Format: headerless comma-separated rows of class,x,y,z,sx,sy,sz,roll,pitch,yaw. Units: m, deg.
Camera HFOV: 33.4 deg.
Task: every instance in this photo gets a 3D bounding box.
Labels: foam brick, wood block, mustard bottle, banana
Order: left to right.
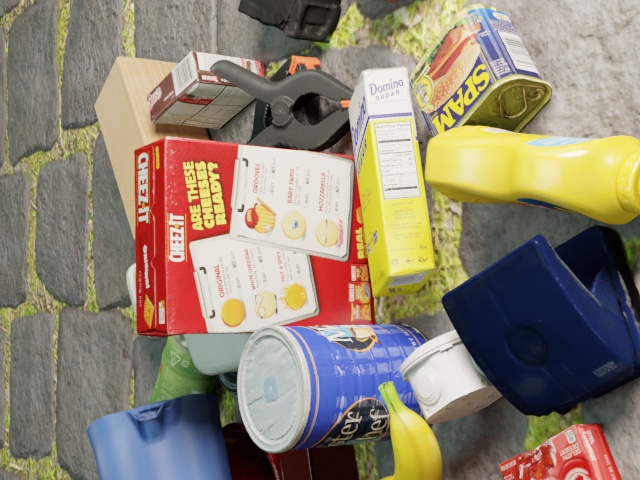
wood block,-0.189,-0.107,1.251,0.091,0.090,0.206,-52,49,41
foam brick,-0.001,0.220,0.997,0.053,0.051,0.078,-29,65,52
banana,0.069,0.186,0.860,0.198,0.037,0.070,92,159,-52
mustard bottle,0.166,-0.046,0.729,0.192,0.096,0.058,13,98,55

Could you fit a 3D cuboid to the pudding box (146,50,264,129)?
pudding box,-0.124,-0.161,1.160,0.114,0.089,0.039,-28,67,51

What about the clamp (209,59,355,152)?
clamp,-0.037,-0.130,1.018,0.172,0.039,0.120,-13,92,26

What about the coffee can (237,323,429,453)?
coffee can,0.015,0.122,0.900,0.103,0.140,0.103,-4,85,55

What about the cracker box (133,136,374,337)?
cracker box,-0.056,0.001,0.945,0.072,0.213,0.164,-9,81,55

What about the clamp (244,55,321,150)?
clamp,-0.052,-0.098,1.098,0.165,0.036,0.210,44,127,44

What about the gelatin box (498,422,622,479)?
gelatin box,0.175,0.180,0.763,0.089,0.030,0.073,-43,54,46

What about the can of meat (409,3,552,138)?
can of meat,0.121,-0.121,0.834,0.102,0.057,0.084,-50,47,41

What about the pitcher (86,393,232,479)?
pitcher,-0.138,0.282,1.043,0.145,0.149,0.243,-28,68,34

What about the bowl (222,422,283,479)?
bowl,-0.060,0.264,1.077,0.162,0.055,0.162,-4,85,55

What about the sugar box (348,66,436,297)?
sugar box,0.058,-0.047,0.902,0.093,0.048,0.176,113,148,-74
